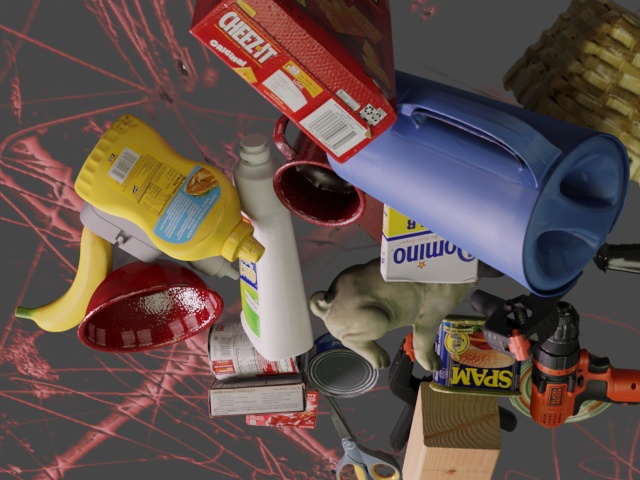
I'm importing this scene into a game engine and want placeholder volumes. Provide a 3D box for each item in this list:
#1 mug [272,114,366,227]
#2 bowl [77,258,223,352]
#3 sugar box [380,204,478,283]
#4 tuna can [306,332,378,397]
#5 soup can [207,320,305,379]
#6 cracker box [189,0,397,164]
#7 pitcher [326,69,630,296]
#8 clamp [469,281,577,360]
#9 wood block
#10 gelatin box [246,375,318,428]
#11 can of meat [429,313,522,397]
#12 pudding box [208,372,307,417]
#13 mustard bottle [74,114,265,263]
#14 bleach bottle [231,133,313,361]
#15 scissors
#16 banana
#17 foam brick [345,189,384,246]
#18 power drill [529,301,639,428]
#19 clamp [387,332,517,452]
[{"bbox_3d":[0.002,-0.080,1.029,0.117,0.081,0.093,39,141,-23],"label":"mug"},{"bbox_3d":[-0.191,0.066,1.178,0.162,0.055,0.162,-14,153,-7],"label":"bowl"},{"bbox_3d":[0.109,-0.048,1.030,0.093,0.048,0.176,1,99,-2],"label":"sugar box"},{"bbox_3d":[0.027,0.147,1.273,0.086,0.033,0.086,2,132,2],"label":"tuna can"},{"bbox_3d":[-0.074,0.125,1.238,0.102,0.068,0.068,-5,131,9],"label":"soup can"},{"bbox_3d":[-0.015,-0.187,0.858,0.072,0.213,0.164,-35,121,28],"label":"cracker box"},{"bbox_3d":[0.115,-0.066,0.875,0.144,0.243,0.149,-17,124,-40],"label":"pitcher"},{"bbox_3d":[0.203,0.078,1.125,0.120,0.171,0.039,-21,101,27],"label":"clamp"},{"bbox_3d":[0.155,0.266,1.292,0.091,0.090,0.206,3,139,-1],"label":"wood block"},{"bbox_3d":[-0.048,0.199,1.327,0.089,0.030,0.073,4,132,0],"label":"gelatin box"},{"bbox_3d":[0.179,0.129,1.208,0.102,0.057,0.084,4,92,-2],"label":"can of meat"},{"bbox_3d":[-0.072,0.180,1.248,0.113,0.090,0.039,-5,92,1],"label":"pudding box"},{"bbox_3d":[-0.137,-0.036,1.042,0.192,0.096,0.058,32,173,8],"label":"mustard bottle"},{"bbox_3d":[-0.057,0.001,1.119,0.068,0.103,0.251,-16,125,-15],"label":"bleach bottle"},{"bbox_3d":[0.057,0.266,1.390,0.096,0.016,0.202,-1,132,2],"label":"scissors"},{"bbox_3d":[-0.276,0.051,1.206,0.069,0.037,0.198,29,127,-23],"label":"banana"},{"bbox_3d":[0.064,-0.039,1.092,0.051,0.053,0.078,-32,123,28],"label":"foam brick"},{"bbox_3d":[0.333,0.138,1.207,0.187,0.057,0.184,0,131,3],"label":"power drill"},{"bbox_3d":[0.149,0.185,1.296,0.164,0.036,0.210,-9,134,10],"label":"clamp"}]
